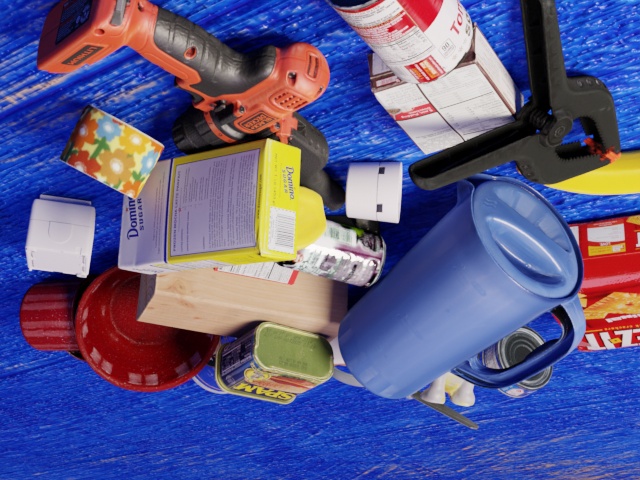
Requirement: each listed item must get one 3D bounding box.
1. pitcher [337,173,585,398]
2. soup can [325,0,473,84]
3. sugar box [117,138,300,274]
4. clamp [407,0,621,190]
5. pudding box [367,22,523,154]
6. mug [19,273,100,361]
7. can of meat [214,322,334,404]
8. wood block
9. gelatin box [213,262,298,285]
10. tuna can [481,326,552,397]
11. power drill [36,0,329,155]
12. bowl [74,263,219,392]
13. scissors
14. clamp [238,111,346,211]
[{"bbox_3d":[0.130,0.064,1.023,0.144,0.149,0.243,22,136,-24],"label":"pitcher"},{"bbox_3d":[0.053,-0.158,0.717,0.069,0.068,0.102,-13,151,29],"label":"soup can"},{"bbox_3d":[-0.095,-0.024,0.886,0.177,0.093,0.048,-6,167,43],"label":"sugar box"},{"bbox_3d":[0.163,-0.085,0.821,0.209,0.036,0.165,24,107,-48],"label":"clamp"},{"bbox_3d":[0.100,-0.115,0.835,0.090,0.039,0.113,-13,153,25],"label":"pudding box"},{"bbox_3d":[-0.290,0.096,1.243,0.082,0.093,0.117,-3,129,23],"label":"mug"},{"bbox_3d":[-0.047,0.129,1.127,0.102,0.057,0.084,17,149,-28],"label":"can of meat"},{"bbox_3d":[-0.081,0.049,1.133,0.205,0.091,0.090,11,153,-18],"label":"wood block"},{"bbox_3d":[-0.057,0.001,1.066,0.089,0.030,0.073,12,120,-20],"label":"gelatin box"},{"bbox_3d":[0.243,0.148,1.315,0.086,0.086,0.034,14,150,-23],"label":"tuna can"},{"bbox_3d":[-0.114,-0.128,0.811,0.187,0.057,0.185,19,153,-34],"label":"power drill"},{"bbox_3d":[-0.195,0.088,1.208,0.162,0.162,0.055,8,-163,-11],"label":"bowl"},{"bbox_3d":[0.086,0.178,1.272,0.096,0.016,0.202,-8,-149,-41],"label":"scissors"},{"bbox_3d":[-0.024,-0.066,0.951,0.120,0.039,0.172,1,162,-12],"label":"clamp"}]
